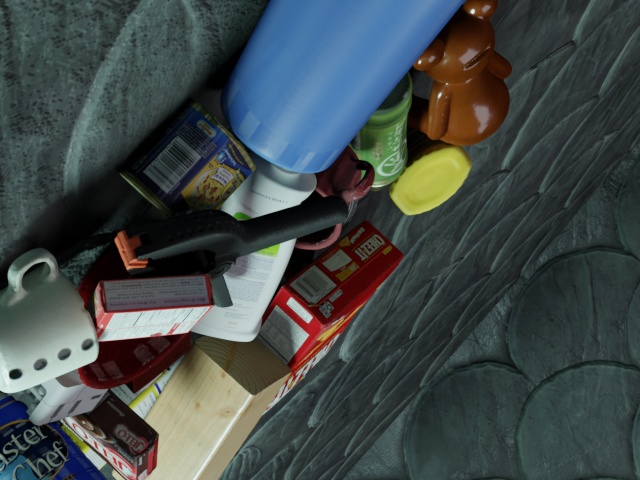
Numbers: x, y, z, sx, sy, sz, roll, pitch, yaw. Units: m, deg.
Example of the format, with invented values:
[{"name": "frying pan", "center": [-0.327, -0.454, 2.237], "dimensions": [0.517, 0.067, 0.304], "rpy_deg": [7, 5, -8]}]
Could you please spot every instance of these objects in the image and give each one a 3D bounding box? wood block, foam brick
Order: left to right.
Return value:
[{"name": "foam brick", "center": [-0.176, 0.105, 1.075], "dimensions": [0.078, 0.051, 0.053], "rpy_deg": [-39, 163, -25]}, {"name": "wood block", "center": [-0.133, 0.202, 1.183], "dimensions": [0.206, 0.090, 0.090], "rpy_deg": [-57, 164, 24]}]

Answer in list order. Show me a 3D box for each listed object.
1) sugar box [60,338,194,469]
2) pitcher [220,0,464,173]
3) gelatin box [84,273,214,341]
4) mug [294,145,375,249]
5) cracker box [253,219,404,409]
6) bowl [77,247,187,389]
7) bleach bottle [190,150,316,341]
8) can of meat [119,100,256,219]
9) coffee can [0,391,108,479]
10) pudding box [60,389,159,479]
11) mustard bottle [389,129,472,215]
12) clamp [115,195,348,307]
[{"name": "sugar box", "center": [-0.207, 0.175, 1.173], "dimensions": [0.176, 0.048, 0.093], "rpy_deg": [-45, 164, -19]}, {"name": "pitcher", "center": [0.025, -0.176, 0.817], "dimensions": [0.148, 0.145, 0.243], "rpy_deg": [-6, 141, -48]}, {"name": "gelatin box", "center": [-0.136, 0.052, 0.838], "dimensions": [0.089, 0.030, 0.073], "rpy_deg": [-4, 160, -24]}, {"name": "mug", "center": [0.000, -0.054, 1.028], "dimensions": [0.117, 0.093, 0.081], "rpy_deg": [-10, -143, 35]}, {"name": "cracker box", "center": [-0.011, 0.093, 1.246], "dimensions": [0.163, 0.072, 0.214], "rpy_deg": [-38, 167, -43]}, {"name": "bowl", "center": [-0.167, 0.054, 0.949], "dimensions": [0.162, 0.055, 0.162], "rpy_deg": [-41, 156, -24]}, {"name": "bleach bottle", "center": [-0.062, -0.004, 0.997], "dimensions": [0.102, 0.068, 0.251], "rpy_deg": [13, 137, -20]}, {"name": "can of meat", "center": [-0.105, -0.056, 0.869], "dimensions": [0.084, 0.057, 0.102], "rpy_deg": [-47, 163, -5]}, {"name": "coffee can", "center": [-0.261, 0.217, 0.963], "dimensions": [0.102, 0.140, 0.103], "rpy_deg": [-42, 163, -16]}, {"name": "pudding box", "center": [-0.212, 0.186, 1.061], "dimensions": [0.039, 0.113, 0.090], "rpy_deg": [-41, 163, -30]}, {"name": "mustard bottle", "center": [0.123, -0.094, 1.263], "dimensions": [0.096, 0.058, 0.191], "rpy_deg": [-40, -167, 12]}, {"name": "clamp", "center": [-0.092, 0.015, 0.883], "dimensions": [0.209, 0.036, 0.165], "rpy_deg": [-4, 150, -49]}]
